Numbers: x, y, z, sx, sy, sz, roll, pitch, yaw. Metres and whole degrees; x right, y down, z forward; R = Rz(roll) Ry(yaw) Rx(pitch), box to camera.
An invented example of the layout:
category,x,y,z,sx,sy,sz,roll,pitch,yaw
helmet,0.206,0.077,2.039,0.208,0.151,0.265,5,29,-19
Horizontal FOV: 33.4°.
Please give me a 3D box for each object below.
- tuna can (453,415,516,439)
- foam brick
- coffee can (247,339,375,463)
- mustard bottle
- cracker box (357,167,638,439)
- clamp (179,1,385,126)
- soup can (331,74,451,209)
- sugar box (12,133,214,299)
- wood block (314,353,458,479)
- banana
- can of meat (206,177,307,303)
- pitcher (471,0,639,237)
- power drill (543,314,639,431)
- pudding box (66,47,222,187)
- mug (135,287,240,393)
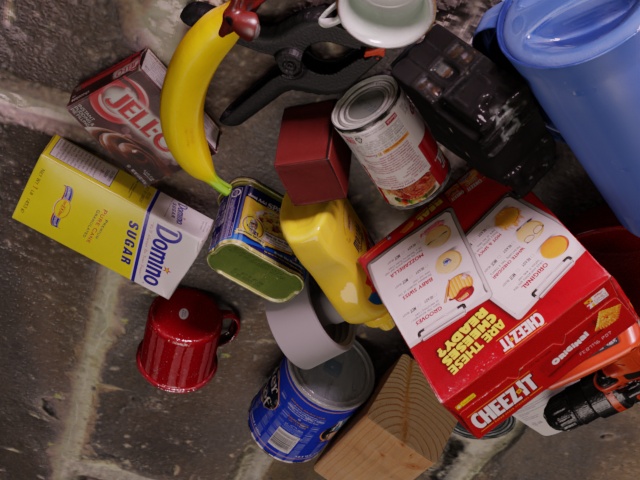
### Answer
category,x,y,z,sx,sy,sz,roll,pitch,yaw
tuna can,0.186,0.196,1.249,0.086,0.033,0.086,6,139,5
foam brick,-0.005,-0.077,0.946,0.051,0.078,0.053,-9,136,17
coffee can,-0.013,0.177,1.214,0.102,0.102,0.140,20,138,-12
mustard bottle,0.028,0.025,1.038,0.058,0.096,0.191,-17,132,20
cracker box,0.142,0.040,0.912,0.164,0.214,0.072,-39,126,7
clamp,-0.027,-0.147,0.901,0.171,0.039,0.120,4,139,13
soup can,0.062,-0.085,0.932,0.069,0.068,0.102,-17,132,27
sugar box,-0.204,-0.020,1.050,0.176,0.048,0.093,30,127,-8
wood block,0.075,0.221,1.212,0.090,0.090,0.206,34,149,2
banana,-0.100,-0.122,0.898,0.069,0.037,0.198,6,134,-5
can of meat,-0.057,0.001,1.039,0.102,0.084,0.058,30,135,-22
pitcher,0.236,-0.108,0.839,0.145,0.149,0.242,-34,130,8
power drill,0.271,0.124,1.033,0.185,0.057,0.187,-34,148,21
pudding box,-0.158,-0.110,0.968,0.090,0.039,0.113,-21,131,29
mug,-0.142,0.105,1.179,0.117,0.093,0.082,-10,140,-26
